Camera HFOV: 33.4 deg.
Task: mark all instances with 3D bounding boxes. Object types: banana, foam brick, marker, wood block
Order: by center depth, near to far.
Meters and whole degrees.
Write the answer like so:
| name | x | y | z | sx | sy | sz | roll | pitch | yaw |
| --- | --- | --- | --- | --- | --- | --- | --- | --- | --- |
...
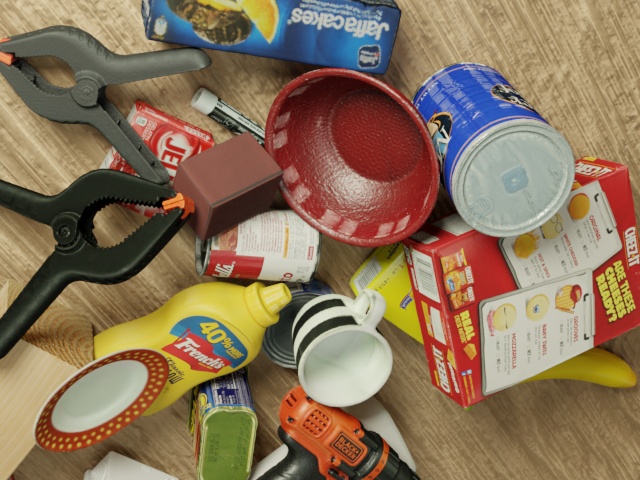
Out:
| name | x | y | z | sx | sy | sz | roll | pitch | yaw |
| --- | --- | --- | --- | --- | --- | --- | --- | --- | --- |
| foam brick | -0.080 | -0.046 | 0.899 | 0.078 | 0.051 | 0.053 | -29 | 159 | -33 |
| marker | -0.059 | -0.093 | 0.927 | 0.121 | 0.020 | 0.020 | 32 | 108 | -26 |
| wood block | -0.301 | 0.149 | 0.967 | 0.090 | 0.090 | 0.206 | 32 | 108 | -26 |
| banana | 0.243 | 0.136 | 1.118 | 0.197 | 0.037 | 0.070 | -5 | 137 | -9 |

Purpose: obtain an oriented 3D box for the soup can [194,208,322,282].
| name | x | y | z | sx | sy | sz | roll | pitch | yaw |
| --- | --- | --- | --- | --- | --- | --- | --- | --- | --- |
| soup can | -0.056 | 0.001 | 0.952 | 0.102 | 0.068 | 0.068 | 5 | 118 | -16 |

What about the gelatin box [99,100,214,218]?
| name | x | y | z | sx | sy | sz | roll | pitch | yaw |
| --- | --- | --- | --- | --- | --- | --- | --- | --- | --- |
| gelatin box | -0.143 | -0.066 | 0.916 | 0.073 | 0.030 | 0.089 | 24 | 111 | -24 |

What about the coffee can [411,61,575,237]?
| name | x | y | z | sx | sy | sz | roll | pitch | yaw |
| --- | --- | --- | --- | --- | --- | --- | --- | --- | --- |
| coffee can | 0.141 | -0.080 | 0.909 | 0.102 | 0.140 | 0.103 | -6 | 120 | -10 |

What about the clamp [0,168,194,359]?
| name | x | y | z | sx | sy | sz | roll | pitch | yaw |
| --- | --- | --- | --- | --- | --- | --- | --- | --- | --- |
| clamp | -0.208 | -0.012 | 0.868 | 0.210 | 0.036 | 0.164 | -22 | 80 | 9 |

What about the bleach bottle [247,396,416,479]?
| name | x | y | z | sx | sy | sz | roll | pitch | yaw |
| --- | --- | --- | --- | --- | --- | --- | --- | --- | --- |
| bleach bottle | -0.031 | 0.258 | 1.069 | 0.250 | 0.068 | 0.102 | -33 | 120 | -11 |

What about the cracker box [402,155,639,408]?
| name | x | y | z | sx | sy | sz | roll | pitch | yaw |
| --- | --- | --- | --- | --- | --- | --- | --- | --- | --- |
| cracker box | 0.191 | 0.035 | 0.988 | 0.213 | 0.072 | 0.164 | -23 | 113 | -18 |

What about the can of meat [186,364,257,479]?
| name | x | y | z | sx | sy | sz | roll | pitch | yaw |
| --- | --- | --- | --- | --- | --- | --- | --- | --- | --- |
| can of meat | -0.095 | 0.177 | 1.033 | 0.057 | 0.084 | 0.102 | 1 | 119 | -14 |

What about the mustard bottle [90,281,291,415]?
| name | x | y | z | sx | sy | sz | roll | pitch | yaw |
| --- | --- | --- | --- | --- | --- | --- | --- | --- | --- |
| mustard bottle | -0.111 | 0.088 | 0.977 | 0.192 | 0.058 | 0.096 | -28 | 126 | 15 |

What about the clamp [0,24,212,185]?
| name | x | y | z | sx | sy | sz | roll | pitch | yaw |
| --- | --- | --- | --- | --- | --- | --- | --- | --- | --- |
| clamp | -0.180 | -0.113 | 0.856 | 0.171 | 0.039 | 0.120 | 14 | 107 | 0 |

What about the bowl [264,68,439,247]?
| name | x | y | z | sx | sy | sz | roll | pitch | yaw |
| --- | --- | --- | --- | --- | --- | --- | --- | --- | --- |
| bowl | 0.035 | -0.077 | 0.898 | 0.162 | 0.055 | 0.162 | 16 | 126 | 24 |

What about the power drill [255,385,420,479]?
| name | x | y | z | sx | sy | sz | roll | pitch | yaw |
| --- | --- | --- | --- | --- | --- | --- | --- | --- | --- |
| power drill | -0.011 | 0.250 | 1.009 | 0.184 | 0.057 | 0.187 | 42 | 85 | -24 |

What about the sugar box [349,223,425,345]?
| name | x | y | z | sx | sy | sz | roll | pitch | yaw |
| --- | --- | --- | --- | --- | --- | --- | --- | --- | --- |
| sugar box | 0.122 | 0.059 | 1.039 | 0.176 | 0.048 | 0.093 | 35 | 105 | -26 |

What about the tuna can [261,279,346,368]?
| name | x | y | z | sx | sy | sz | roll | pitch | yaw |
| --- | --- | --- | --- | --- | --- | --- | --- | --- | --- |
| tuna can | -0.019 | 0.079 | 1.024 | 0.086 | 0.034 | 0.086 | -6 | 120 | -10 |
